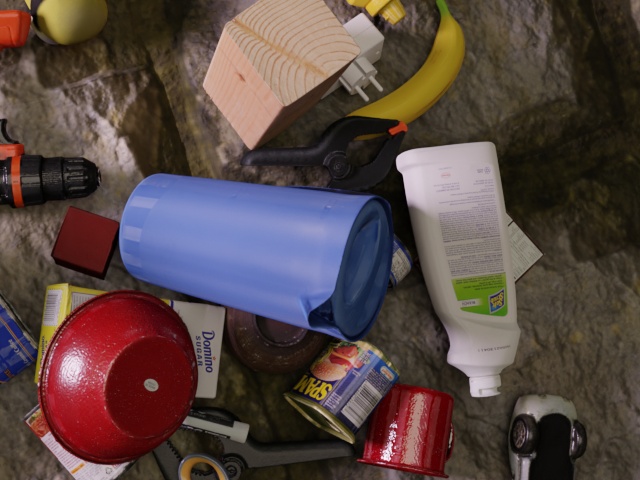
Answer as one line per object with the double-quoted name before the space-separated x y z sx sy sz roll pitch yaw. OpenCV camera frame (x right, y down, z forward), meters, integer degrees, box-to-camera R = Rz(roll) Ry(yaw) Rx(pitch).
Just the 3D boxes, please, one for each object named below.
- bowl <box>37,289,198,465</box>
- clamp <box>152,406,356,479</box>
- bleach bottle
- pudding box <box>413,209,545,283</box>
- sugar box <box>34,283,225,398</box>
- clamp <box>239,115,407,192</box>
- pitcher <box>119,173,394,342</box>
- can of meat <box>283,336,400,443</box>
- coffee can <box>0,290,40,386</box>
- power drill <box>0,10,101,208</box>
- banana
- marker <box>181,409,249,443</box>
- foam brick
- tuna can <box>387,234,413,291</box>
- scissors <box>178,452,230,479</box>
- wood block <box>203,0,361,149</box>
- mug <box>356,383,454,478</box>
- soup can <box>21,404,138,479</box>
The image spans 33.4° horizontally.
"bowl" -0.167 0.127 0.956 0.161 0.055 0.162 -4 96 -39
"clamp" -0.089 0.237 1.056 0.210 0.036 0.164 25 82 -5
"bleach bottle" 0.142 0.031 1.072 0.102 0.068 0.251 -7 87 -8
"pudding box" 0.167 0.020 1.129 0.113 0.039 0.090 -42 92 -10
"sugar box" -0.177 0.098 1.013 0.175 0.048 0.093 13 80 -41
"clamp" 0.006 -0.081 1.093 0.171 0.039 0.120 -41 106 -2
"pitcher" -0.057 0.001 1.004 0.243 0.149 0.145 11 84 23
"can of meat" 0.022 0.144 1.055 0.057 0.102 0.084 45 75 -19
"coffee can" -0.342 0.107 0.987 0.140 0.103 0.103 -36 92 -13
"power drill" -0.309 -0.124 1.027 0.184 0.057 0.188 -4 94 -9
"banana" 0.097 -0.167 1.139 0.070 0.037 0.197 35 76 17
"marker" -0.129 0.171 1.031 0.121 0.020 0.020 16 81 -5
"foam brick" -0.226 0.003 1.034 0.051 0.078 0.053 19 80 -7
"tuna can" 0.053 0.010 1.083 0.086 0.086 0.033 45 76 -4
"scissors" -0.071 0.273 1.030 0.201 0.016 0.096 22 92 -1
"wood block" -0.044 -0.163 1.021 0.090 0.206 0.091 -38 93 -12
"mug" 0.097 0.193 1.078 0.117 0.093 0.081 21 73 -40
"soup can" -0.225 0.185 1.019 0.068 0.068 0.102 -41 93 -12
